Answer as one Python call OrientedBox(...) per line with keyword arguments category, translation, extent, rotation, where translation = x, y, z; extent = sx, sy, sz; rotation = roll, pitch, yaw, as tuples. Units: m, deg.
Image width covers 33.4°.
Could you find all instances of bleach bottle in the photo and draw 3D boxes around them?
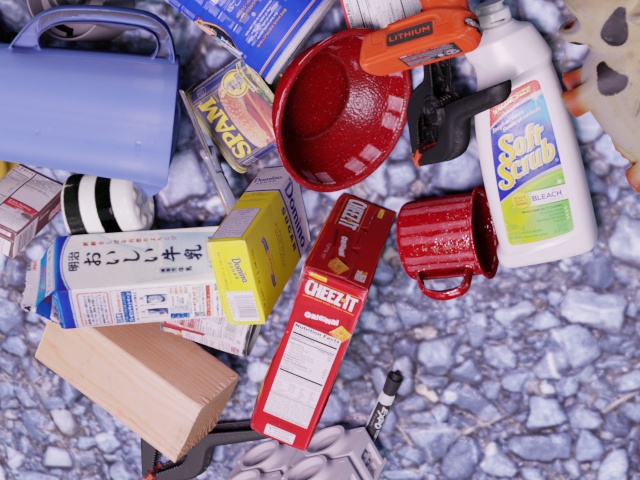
OrientedBox(category="bleach bottle", translation=(0.186, -0.102, 1.009), extent=(0.103, 0.068, 0.251), rotation=(-12, 111, 22))

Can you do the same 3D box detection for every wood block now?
OrientedBox(category="wood block", translation=(-0.208, 0.143, 1.214), extent=(0.206, 0.090, 0.090), rotation=(34, 121, 13))

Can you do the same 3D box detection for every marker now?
OrientedBox(category="marker", translation=(0.068, 0.198, 1.227), extent=(0.020, 0.020, 0.121), rotation=(23, 121, 4))

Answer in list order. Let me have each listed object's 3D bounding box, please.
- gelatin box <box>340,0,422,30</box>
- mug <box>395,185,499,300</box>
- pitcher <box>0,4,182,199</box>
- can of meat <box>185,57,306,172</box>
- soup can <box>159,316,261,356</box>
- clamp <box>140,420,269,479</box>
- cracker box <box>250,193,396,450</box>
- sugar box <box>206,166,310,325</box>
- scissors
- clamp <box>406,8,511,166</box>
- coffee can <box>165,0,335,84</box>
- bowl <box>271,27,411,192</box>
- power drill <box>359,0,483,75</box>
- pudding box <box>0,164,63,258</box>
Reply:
OrientedBox(category="gelatin box", translation=(0.061, -0.236, 0.993), extent=(0.089, 0.030, 0.073), rotation=(-9, 116, 20))
OrientedBox(category="mug", translation=(0.125, 0.007, 1.058), extent=(0.082, 0.117, 0.093), rotation=(-7, 148, 25))
OrientedBox(category="pitcher", translation=(-0.256, -0.140, 1.041), extent=(0.242, 0.149, 0.145), rotation=(6, 160, -9))
OrientedBox(category="can of meat", translation=(-0.072, -0.133, 1.072), extent=(0.084, 0.057, 0.102), rotation=(-30, 105, 26))
OrientedBox(category="soup can", translation=(-0.120, 0.084, 1.195), extent=(0.102, 0.068, 0.068), rotation=(17, 121, 7))
OrientedBox(category="clamp", translation=(-0.166, 0.224, 1.301), extent=(0.164, 0.036, 0.210), rotation=(46, 120, -3))
OrientedBox(category="cracker box", translation=(0.001, 0.082, 1.102), extent=(0.072, 0.164, 0.214), rotation=(21, 121, 3))
OrientedBox(category="sugar box", translation=(-0.057, 0.001, 1.068), extent=(0.048, 0.176, 0.093), rotation=(-2, 117, 19))
OrientedBox(category="scissors", translation=(-0.114, -0.088, 1.071), extent=(0.016, 0.096, 0.201), rotation=(-25, 128, -6))
OrientedBox(category="clamp", translation=(0.113, -0.138, 0.999), extent=(0.120, 0.039, 0.172), rotation=(65, 154, 20))
OrientedBox(category="coffee can", translation=(-0.070, -0.229, 0.993), extent=(0.140, 0.102, 0.103), rotation=(38, 121, -5))
OrientedBox(category="bowl", translation=(0.009, -0.130, 1.018), extent=(0.055, 0.161, 0.162), rotation=(33, 132, 45))
OrientedBox(category="power drill", translation=(0.059, -0.244, 0.929), extent=(0.185, 0.057, 0.187), rotation=(-12, 83, 24))
OrientedBox(category="pudding box", translation=(-0.346, -0.040, 1.170), extent=(0.090, 0.113, 0.039), rotation=(25, 124, 3))
